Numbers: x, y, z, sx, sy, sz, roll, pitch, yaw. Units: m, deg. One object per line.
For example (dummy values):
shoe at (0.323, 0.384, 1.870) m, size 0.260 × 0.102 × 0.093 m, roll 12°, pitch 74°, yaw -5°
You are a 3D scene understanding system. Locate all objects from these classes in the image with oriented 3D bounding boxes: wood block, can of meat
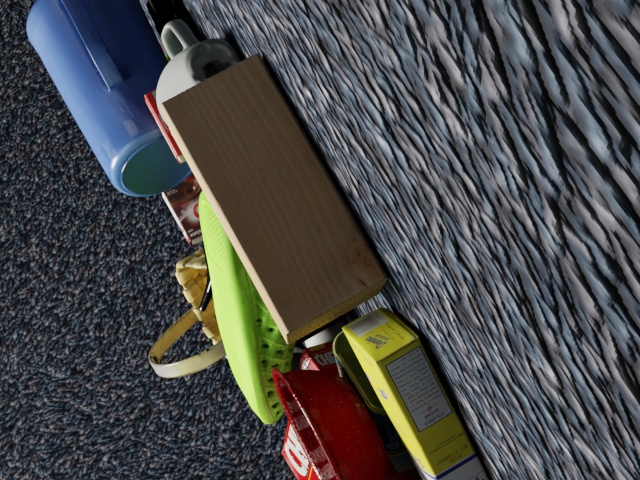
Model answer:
wood block at (-0.038, -0.031, 0.859) m, size 0.206 × 0.090 × 0.090 m, roll 60°, pitch 174°, yaw 9°
can of meat at (0.054, 0.135, 0.982) m, size 0.102 × 0.057 × 0.084 m, roll 56°, pitch 169°, yaw 36°

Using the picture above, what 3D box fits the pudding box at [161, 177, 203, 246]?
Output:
pudding box at (-0.154, -0.056, 1.499) m, size 0.090 × 0.113 × 0.039 m, roll 59°, pitch 170°, yaw 14°

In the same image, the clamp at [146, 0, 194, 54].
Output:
clamp at (-0.165, -0.241, 1.170) m, size 0.164 × 0.036 × 0.210 m, roll 63°, pitch 174°, yaw -14°

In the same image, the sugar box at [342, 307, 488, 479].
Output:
sugar box at (0.083, 0.145, 0.865) m, size 0.176 × 0.048 × 0.093 m, roll 65°, pitch 172°, yaw -18°

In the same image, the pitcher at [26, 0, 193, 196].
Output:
pitcher at (-0.222, -0.173, 1.156) m, size 0.145 × 0.148 × 0.243 m, roll -51°, pitch 56°, yaw 33°

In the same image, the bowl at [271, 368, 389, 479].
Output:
bowl at (0.016, 0.176, 0.958) m, size 0.162 × 0.055 × 0.162 m, roll 59°, pitch 168°, yaw 20°
